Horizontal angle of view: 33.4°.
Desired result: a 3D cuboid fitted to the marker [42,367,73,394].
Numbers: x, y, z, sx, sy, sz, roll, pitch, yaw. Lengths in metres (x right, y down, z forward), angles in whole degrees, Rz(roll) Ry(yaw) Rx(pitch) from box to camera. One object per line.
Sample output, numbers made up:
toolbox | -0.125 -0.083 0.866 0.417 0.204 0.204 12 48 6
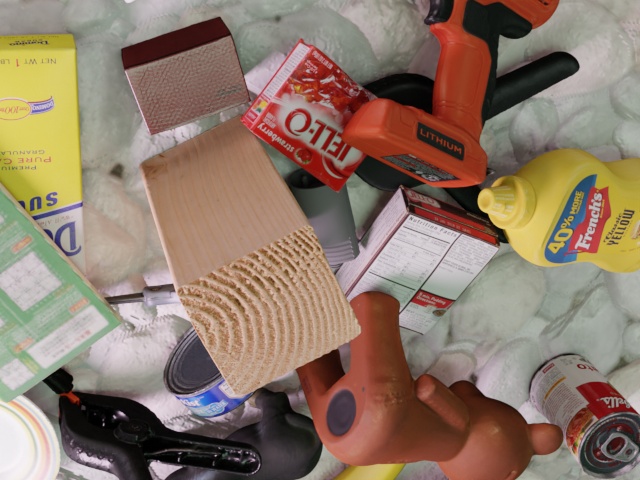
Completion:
marker | -0.235 0.080 0.820 0.020 0.020 0.121 -40 119 4

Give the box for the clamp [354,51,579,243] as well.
clamp | 0.092 -0.070 0.835 0.209 0.036 0.165 -1 117 -17

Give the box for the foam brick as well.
foam brick | -0.095 -0.116 0.751 0.078 0.051 0.053 -19 119 -7

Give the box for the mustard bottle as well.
mustard bottle | 0.200 -0.025 0.849 0.191 0.058 0.096 5 119 -35

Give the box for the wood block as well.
wood block | -0.055 0.002 0.729 0.091 0.206 0.090 -27 119 -3

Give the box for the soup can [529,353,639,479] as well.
soup can | 0.236 0.153 0.944 0.068 0.102 0.068 -6 116 -13

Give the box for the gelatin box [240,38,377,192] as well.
gelatin box | 0.000 -0.087 0.758 0.089 0.030 0.073 35 96 -31

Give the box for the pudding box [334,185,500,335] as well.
pudding box | 0.075 0.018 0.854 0.090 0.039 0.114 21 123 -23

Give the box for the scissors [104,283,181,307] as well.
scissors | -0.113 0.045 0.802 0.201 0.096 0.016 -11 105 -15

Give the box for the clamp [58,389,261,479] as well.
clamp | -0.144 0.162 0.808 0.172 0.120 0.039 15 106 24

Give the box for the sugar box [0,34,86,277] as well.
sugar box | -0.214 -0.053 0.749 0.093 0.048 0.176 -4 114 -14

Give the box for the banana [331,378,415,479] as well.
banana | 0.039 0.191 0.946 0.069 0.037 0.198 30 102 1

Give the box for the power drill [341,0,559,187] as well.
power drill | 0.078 -0.144 0.742 0.184 0.057 0.187 24 79 -29

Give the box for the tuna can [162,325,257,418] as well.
tuna can | -0.079 0.096 0.836 0.086 0.086 0.033 -38 121 3
